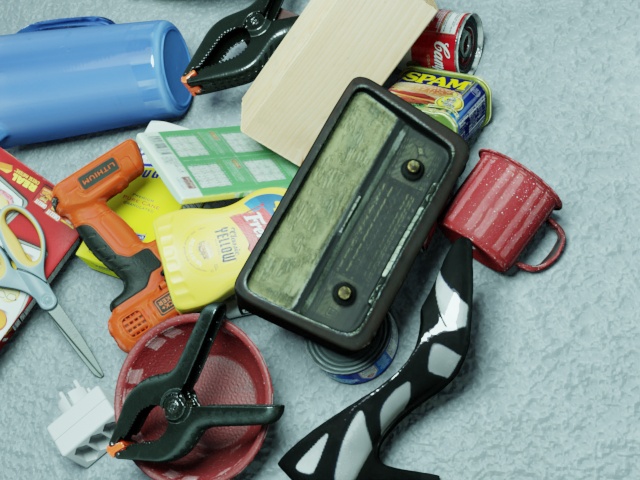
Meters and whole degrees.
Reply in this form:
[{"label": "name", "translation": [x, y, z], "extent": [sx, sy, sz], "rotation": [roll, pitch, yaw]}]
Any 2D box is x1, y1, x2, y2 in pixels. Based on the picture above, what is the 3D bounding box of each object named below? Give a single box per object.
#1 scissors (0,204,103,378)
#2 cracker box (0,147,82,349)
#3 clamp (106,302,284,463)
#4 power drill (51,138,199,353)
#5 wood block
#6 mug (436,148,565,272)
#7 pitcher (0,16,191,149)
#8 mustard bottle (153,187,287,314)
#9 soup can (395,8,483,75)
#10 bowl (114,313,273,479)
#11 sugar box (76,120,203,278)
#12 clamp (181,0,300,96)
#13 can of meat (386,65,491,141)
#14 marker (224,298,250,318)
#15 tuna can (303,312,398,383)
[{"label": "scissors", "translation": [-0.302, 0.062, 1.097], "extent": [0.096, 0.016, 0.202], "rotation": [-20, 85, -12]}, {"label": "cracker box", "translation": [-0.368, 0.014, 1.138], "extent": [0.164, 0.072, 0.213], "rotation": [35, 76, -3]}, {"label": "clamp", "translation": [-0.114, 0.152, 0.954], "extent": [0.171, 0.039, 0.120], "rotation": [-46, 65, 14]}, {"label": "power drill", "translation": [-0.166, -0.006, 1.071], "extent": [0.184, 0.057, 0.188], "rotation": [-34, 82, -16]}, {"label": "wood block", "translation": [0.015, -0.182, 1.057], "extent": [0.206, 0.090, 0.090], "rotation": [-52, 20, 23]}, {"label": "mug", "translation": [0.171, -0.018, 0.983], "extent": [0.117, 0.093, 0.081], "rotation": [37, 85, -5]}, {"label": "pitcher", "translation": [-0.273, -0.190, 1.222], "extent": [0.243, 0.145, 0.149], "rotation": [-5, 96, 15]}, {"label": "mustard bottle", "translation": [-0.057, 0.001, 1.019], "extent": [0.191, 0.058, 0.096], "rotation": [-15, 77, -6]}, {"label": "soup can", "translation": [0.109, -0.208, 1.109], "extent": [0.102, 0.068, 0.068], "rotation": [13, 69, 27]}, {"label": "bowl", "translation": [-0.111, 0.151, 1.003], "extent": [0.162, 0.055, 0.162], "rotation": [-3, 80, 19]}, {"label": "sugar box", "translation": [-0.179, -0.041, 1.149], "extent": [0.093, 0.048, 0.176], "rotation": [17, 73, 25]}, {"label": "clamp", "translation": [-0.054, -0.221, 1.135], "extent": [0.210, 0.036, 0.165], "rotation": [-42, 52, -3]}, {"label": "can of meat", "translation": [0.106, -0.125, 1.053], "extent": [0.102, 0.057, 0.083], "rotation": [14, 38, 26]}, {"label": "marker", "translation": [-0.037, 0.057, 1.058], "extent": [0.121, 0.020, 0.020], "rotation": [-12, 60, 15]}, {"label": "tuna can", "translation": [0.030, 0.091, 1.005], "extent": [0.086, 0.033, 0.086], "rotation": [-9, 61, 17]}]
